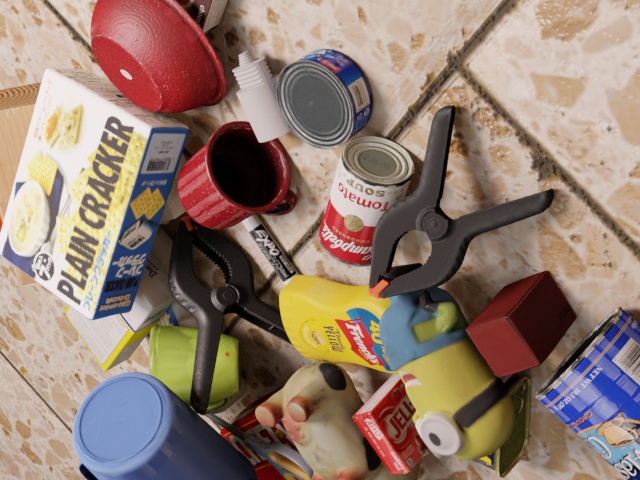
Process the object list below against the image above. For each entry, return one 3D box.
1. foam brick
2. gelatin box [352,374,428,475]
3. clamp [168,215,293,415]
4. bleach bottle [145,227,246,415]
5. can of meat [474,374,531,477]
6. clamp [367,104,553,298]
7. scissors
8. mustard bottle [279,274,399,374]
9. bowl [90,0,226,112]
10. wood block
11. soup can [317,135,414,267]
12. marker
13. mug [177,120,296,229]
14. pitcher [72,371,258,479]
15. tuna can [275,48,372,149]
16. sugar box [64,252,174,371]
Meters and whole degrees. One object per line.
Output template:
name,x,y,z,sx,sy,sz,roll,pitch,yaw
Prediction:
foam brick,0.172,0.072,0.914,0.051,0.078,0.053,-27,99,47
gelatin box,0.083,0.178,1.062,0.030,0.089,0.073,-26,100,47
clamp,-0.092,0.067,1.135,0.210,0.164,0.036,67,151,17
bleach bottle,-0.177,0.083,1.250,0.103,0.068,0.251,-8,111,42
can of meat,0.149,0.163,1.018,0.084,0.057,0.102,21,131,33
clamp,0.108,-0.013,0.891,0.120,0.039,0.171,35,103,18
scissors,-0.060,0.239,1.182,0.202,0.016,0.096,9,139,53
mustard bottle,0.052,0.086,1.047,0.192,0.058,0.096,5,127,39
bowl,-0.167,-0.176,1.020,0.162,0.055,0.162,36,157,18
wood block,-0.321,-0.066,1.215,0.090,0.090,0.206,-114,14,-64
soup can,0.041,-0.035,0.963,0.068,0.068,0.102,34,136,19
marker,-0.057,0.001,1.114,0.020,0.020,0.121,-29,97,49
mug,-0.079,-0.055,1.052,0.117,0.093,0.082,24,152,-25
pitcher,-0.172,0.236,1.125,0.145,0.149,0.242,44,169,35
tuna can,0.004,-0.127,0.955,0.086,0.033,0.086,23,132,28
sugar box,-0.229,0.070,1.213,0.093,0.048,0.176,54,138,8
